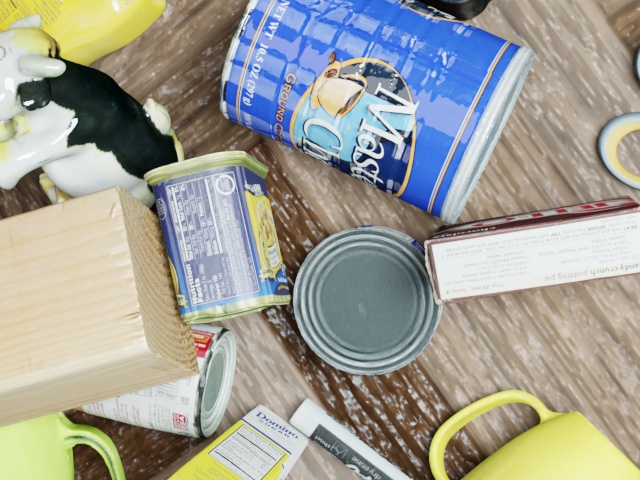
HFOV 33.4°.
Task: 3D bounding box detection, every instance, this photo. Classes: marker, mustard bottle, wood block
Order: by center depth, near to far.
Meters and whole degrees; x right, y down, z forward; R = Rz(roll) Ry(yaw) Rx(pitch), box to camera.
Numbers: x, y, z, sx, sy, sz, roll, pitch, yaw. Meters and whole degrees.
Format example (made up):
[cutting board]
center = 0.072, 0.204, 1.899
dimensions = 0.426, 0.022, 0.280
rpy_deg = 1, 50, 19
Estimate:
[wood block]
center = -0.182, 0.050, 0.576
dimensions = 0.206, 0.090, 0.091
rpy_deg = -15, 73, 7
[marker]
center = 0.035, 0.138, 0.639
dimensions = 0.121, 0.020, 0.020
rpy_deg = 37, 100, 7
[mustard bottle]
center = -0.191, -0.117, 0.649
dimensions = 0.192, 0.058, 0.096
rpy_deg = -40, 79, 12

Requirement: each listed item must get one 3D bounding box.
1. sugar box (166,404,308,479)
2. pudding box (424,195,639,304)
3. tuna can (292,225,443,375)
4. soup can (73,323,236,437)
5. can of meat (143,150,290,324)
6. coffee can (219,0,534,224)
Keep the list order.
[sugar box]
center = -0.065, 0.154, 0.582
dimensions = 0.048, 0.176, 0.093
rpy_deg = 34, 99, 6
[pudding box]
center = 0.118, 0.003, 0.576
dimensions = 0.113, 0.090, 0.039
rpy_deg = -11, 92, 13
[tuna can]
center = 0.029, 0.034, 0.626
dimensions = 0.086, 0.033, 0.086
rpy_deg = 1, 94, 12
[soup can]
center = -0.109, 0.076, 0.641
dimensions = 0.102, 0.068, 0.068
rpy_deg = 10, 96, 11
[can of meat]
center = -0.054, 0.001, 0.602
dimensions = 0.057, 0.102, 0.084
rpy_deg = -14, 86, 6
[coffee can]
center = 0.031, -0.084, 0.581
dimensions = 0.140, 0.102, 0.103
rpy_deg = 26, 99, 9
